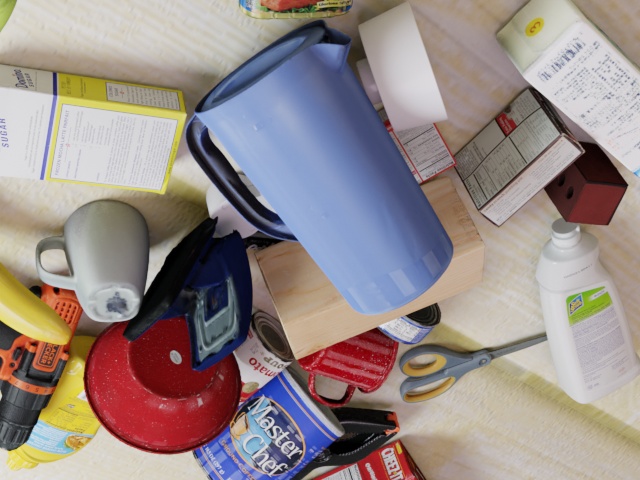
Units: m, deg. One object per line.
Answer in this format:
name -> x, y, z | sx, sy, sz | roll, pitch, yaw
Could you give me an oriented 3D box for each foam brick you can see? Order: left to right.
foam brick -> 0.265, -0.059, 1.083 | 0.051, 0.078, 0.053 | 4, 126, -19

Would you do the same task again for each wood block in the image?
wood block -> 0.050, 0.027, 1.059 | 0.206, 0.090, 0.091 | -22, 153, -4

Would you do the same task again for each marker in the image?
marker -> -0.057, 0.001, 1.080 | 0.121, 0.020, 0.020 | 6, 127, -21

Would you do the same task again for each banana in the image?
banana -> -0.300, 0.019, 0.967 | 0.070, 0.037, 0.198 | -21, 104, 26

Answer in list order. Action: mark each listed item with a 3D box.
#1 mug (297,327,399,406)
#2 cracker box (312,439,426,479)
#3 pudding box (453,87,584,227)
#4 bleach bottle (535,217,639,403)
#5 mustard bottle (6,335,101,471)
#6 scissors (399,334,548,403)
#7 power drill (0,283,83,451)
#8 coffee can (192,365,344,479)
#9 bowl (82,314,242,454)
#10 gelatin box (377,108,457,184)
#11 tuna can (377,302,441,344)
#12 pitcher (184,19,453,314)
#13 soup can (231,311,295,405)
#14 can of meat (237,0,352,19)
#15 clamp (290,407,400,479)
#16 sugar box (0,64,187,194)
mug -> 0.022, 0.122, 1.153 | 0.081, 0.093, 0.117 | 19, 92, -24
cracker box -> 0.042, 0.362, 1.384 | 0.214, 0.072, 0.164 | -26, 134, 5
pudding box -> 0.188, -0.081, 1.033 | 0.039, 0.090, 0.114 | 30, 116, -34
bleach bottle -> 0.303, 0.072, 1.217 | 0.102, 0.068, 0.251 | -29, 129, -10
mustard bottle -> -0.279, 0.186, 1.147 | 0.096, 0.058, 0.192 | 26, 118, -37
scissors -> 0.178, 0.132, 1.263 | 0.202, 0.016, 0.096 | -29, 131, 9
power drill -> -0.338, 0.106, 1.030 | 0.187, 0.057, 0.184 | 19, 97, -31
coffee can -> -0.058, 0.221, 1.190 | 0.140, 0.103, 0.102 | -41, 130, 0
bowl -> -0.151, 0.127, 1.059 | 0.162, 0.162, 0.055 | 3, 148, -18
gelatin box -> 0.081, -0.092, 1.034 | 0.073, 0.030, 0.089 | -30, 132, 8
tuna can -> 0.085, 0.069, 1.135 | 0.086, 0.086, 0.034 | 21, 123, -30
pitcher -> 0.003, -0.054, 0.927 | 0.145, 0.149, 0.242 | -39, 108, -12
soup can -> -0.084, 0.133, 1.153 | 0.102, 0.068, 0.068 | -41, 129, 18
can of meat -> -0.018, -0.230, 0.869 | 0.102, 0.057, 0.084 | -4, 133, -14
clamp -> -0.010, 0.242, 1.288 | 0.210, 0.036, 0.164 | -21, 133, 7
sugar box -> -0.213, -0.096, 0.934 | 0.176, 0.048, 0.093 | 8, 126, -18
